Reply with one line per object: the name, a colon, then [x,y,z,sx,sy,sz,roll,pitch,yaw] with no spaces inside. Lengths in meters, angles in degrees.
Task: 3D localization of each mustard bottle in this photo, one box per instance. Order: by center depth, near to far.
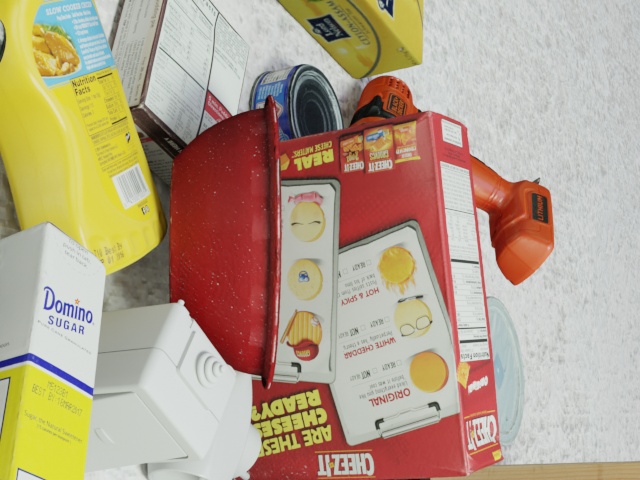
mustard bottle: [-0.134,-0.080,0.530,0.096,0.058,0.191,-48,125,-67]

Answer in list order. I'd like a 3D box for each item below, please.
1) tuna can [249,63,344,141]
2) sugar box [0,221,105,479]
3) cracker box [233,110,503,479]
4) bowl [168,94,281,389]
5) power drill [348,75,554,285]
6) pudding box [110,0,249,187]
tuna can: [-0.015,-0.085,0.781,0.086,0.034,0.086,26,60,-58]
sugar box: [-0.136,0.086,0.415,0.048,0.093,0.176,45,36,-44]
cracker box: [0.020,0.040,0.675,0.072,0.164,0.214,5,78,-59]
bowl: [-0.054,0.001,0.585,0.162,0.055,0.162,180,-90,-84]
power drill: [0.101,-0.044,0.861,0.187,0.057,0.184,34,33,-12]
pudding box: [-0.087,-0.098,0.647,0.090,0.039,0.113,45,43,-48]
